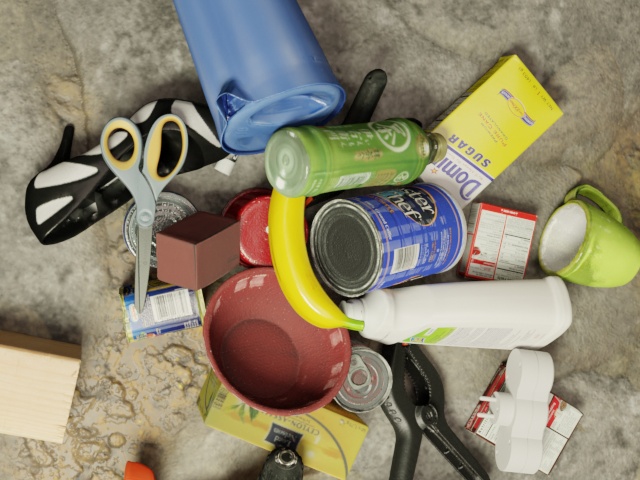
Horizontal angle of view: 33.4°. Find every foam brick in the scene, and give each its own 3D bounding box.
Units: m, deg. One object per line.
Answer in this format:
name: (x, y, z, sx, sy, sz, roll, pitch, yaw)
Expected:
foam brick: (-0.124, 0.010, 1.082, 0.051, 0.078, 0.053, 15, 116, 27)

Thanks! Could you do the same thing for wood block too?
wood block: (-0.357, 0.138, 1.095, 0.206, 0.090, 0.091, 13, 92, -13)

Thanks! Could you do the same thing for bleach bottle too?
bleach bottle: (0.143, 0.080, 1.173, 0.250, 0.103, 0.068, 3, 61, -21)

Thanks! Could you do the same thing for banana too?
banana: (-0.018, 0.009, 1.091, 0.069, 0.037, 0.198, -17, 86, -18)

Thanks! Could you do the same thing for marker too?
marker: (-0.081, -0.129, 1.170, 0.020, 0.020, 0.121, 26, 88, -13)

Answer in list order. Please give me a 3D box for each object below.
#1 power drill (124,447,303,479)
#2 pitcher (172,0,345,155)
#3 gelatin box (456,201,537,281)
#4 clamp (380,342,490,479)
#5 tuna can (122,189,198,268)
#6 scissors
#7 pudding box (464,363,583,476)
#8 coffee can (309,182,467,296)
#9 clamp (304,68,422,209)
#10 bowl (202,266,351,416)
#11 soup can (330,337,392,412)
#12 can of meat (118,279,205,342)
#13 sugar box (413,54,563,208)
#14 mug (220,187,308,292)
power drill: (-0.114, 0.273, 1.128, 0.187, 0.057, 0.184, 5, 137, -7)
pitcher: (-0.072, -0.218, 1.087, 0.145, 0.149, 0.243, -20, 74, -8)
gelatin box: (0.204, 0.005, 1.235, 0.073, 0.030, 0.089, 12, 92, -14)
clamp: (0.104, 0.206, 1.190, 0.164, 0.036, 0.210, -14, 82, -45)
tuna can: (-0.170, -0.012, 1.152, 0.086, 0.034, 0.086, -1, 94, -12)
scissors: (-0.192, -0.037, 1.068, 0.096, 0.016, 0.202, 19, 86, -10)
pudding box: (0.239, 0.210, 1.252, 0.113, 0.039, 0.090, 31, 88, -10)
coffee can: (0.074, -0.003, 1.140, 0.140, 0.103, 0.103, -13, 98, -44)
clamp: (0.030, -0.107, 1.161, 0.171, 0.039, 0.120, -41, 137, -7)
bowl: (-0.052, 0.110, 1.095, 0.162, 0.055, 0.162, 12, 59, -21)
soup can: (0.033, 0.144, 1.171, 0.068, 0.102, 0.068, -1, 94, -12)
can of meat: (-0.166, 0.069, 1.125, 0.084, 0.102, 0.057, -12, 96, -9)
sugar box: (0.180, -0.119, 1.213, 0.176, 0.048, 0.093, -44, 101, -7)
mug: (-0.058, 0.001, 1.152, 0.093, 0.081, 0.117, -10, 96, -11)
